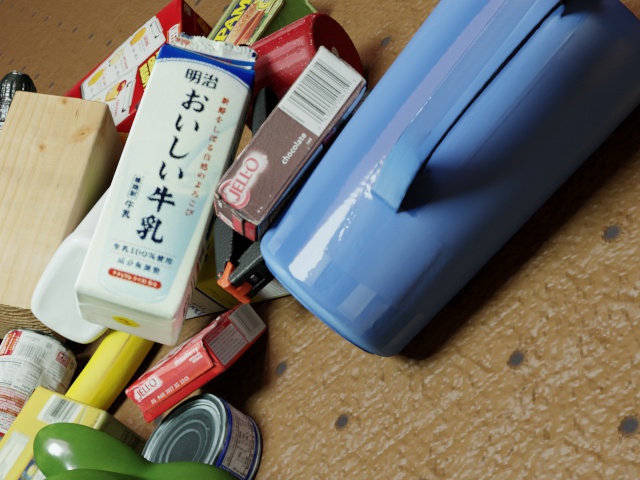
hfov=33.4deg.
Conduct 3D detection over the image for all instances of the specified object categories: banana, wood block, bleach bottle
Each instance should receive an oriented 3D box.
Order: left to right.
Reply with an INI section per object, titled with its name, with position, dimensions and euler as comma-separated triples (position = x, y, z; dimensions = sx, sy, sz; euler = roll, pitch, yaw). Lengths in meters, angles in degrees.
[wood block]
position = -0.251, -0.020, 0.953
dimensions = 0.090, 0.091, 0.206
euler = 9, 64, 6
[banana]
position = -0.164, 0.091, 0.867
dimensions = 0.197, 0.037, 0.070
euler = -60, 14, -20
[bleach bottle]
position = -0.166, -0.022, 0.924
dimensions = 0.103, 0.068, 0.250
euler = -50, 13, 30

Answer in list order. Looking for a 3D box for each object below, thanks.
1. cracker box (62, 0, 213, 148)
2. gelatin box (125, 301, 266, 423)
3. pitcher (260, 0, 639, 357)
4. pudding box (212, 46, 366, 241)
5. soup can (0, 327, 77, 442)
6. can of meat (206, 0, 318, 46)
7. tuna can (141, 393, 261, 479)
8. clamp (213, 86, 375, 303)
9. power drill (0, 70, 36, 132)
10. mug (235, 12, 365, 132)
[cracker box]
position = -0.200, -0.132, 1.111
dimensions = 0.214, 0.072, 0.164
euler = -35, 36, 20
[gelatin box]
position = -0.086, 0.082, 0.743
dimensions = 0.073, 0.030, 0.089
euler = -35, 2, 23
[pitcher]
position = 0.075, -0.053, 0.623
dimensions = 0.243, 0.149, 0.145
euler = -50, 34, 5
[pudding box]
position = -0.021, -0.056, 0.664
dimensions = 0.113, 0.039, 0.090
euler = -52, 0, -8
[soup can]
position = -0.254, 0.133, 0.898
dimensions = 0.069, 0.068, 0.102
euler = -18, 43, 41
[can of meat]
position = -0.058, -0.187, 1.009
dimensions = 0.084, 0.057, 0.102
euler = 14, 67, 53
[tuna can]
position = -0.081, 0.145, 0.703
dimensions = 0.086, 0.033, 0.086
euler = -32, 35, 26
[clamp]
position = -0.033, -0.041, 0.746
dimensions = 0.120, 0.039, 0.171
euler = 16, 69, 50
[power drill]
position = -0.338, -0.078, 1.145
dimensions = 0.188, 0.057, 0.184
euler = 171, 107, -74
[mug]
position = -0.012, -0.136, 0.881
dimensions = 0.082, 0.093, 0.117
euler = -22, 4, 30
